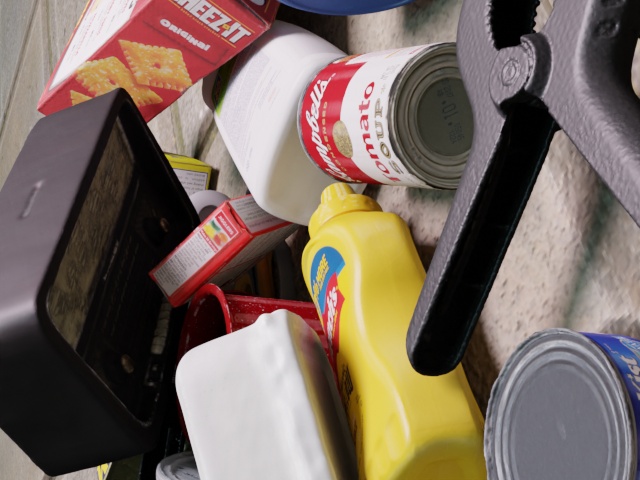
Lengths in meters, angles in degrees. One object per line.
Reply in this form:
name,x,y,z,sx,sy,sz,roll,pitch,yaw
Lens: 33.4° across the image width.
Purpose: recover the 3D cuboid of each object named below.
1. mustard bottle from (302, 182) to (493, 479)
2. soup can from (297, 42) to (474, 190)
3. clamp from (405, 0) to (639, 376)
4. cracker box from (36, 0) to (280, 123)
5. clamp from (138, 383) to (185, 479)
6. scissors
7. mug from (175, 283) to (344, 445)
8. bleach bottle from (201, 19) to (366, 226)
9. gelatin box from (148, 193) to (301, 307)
mustard bottle,0.029,0.044,0.519,0.096,0.058,0.191,91,168,-48
soup can,0.039,-0.059,0.519,0.102,0.068,0.068,-168,85,-65
clamp,0.090,-0.056,0.392,0.165,0.036,0.210,-14,66,60
cracker box,-0.094,-0.172,0.730,0.214,0.072,0.164,-25,39,47
clamp,-0.105,0.172,0.679,0.171,0.039,0.120,96,-165,-55
scissors,-0.050,-0.010,0.762,0.096,0.016,0.202,121,146,-41
mug,-0.035,0.069,0.630,0.117,0.081,0.093,-121,44,-53
bleach bottle,-0.031,-0.103,0.692,0.103,0.068,0.251,-65,26,18
gelatin box,-0.054,0.001,0.662,0.073,0.089,0.030,-41,83,26
